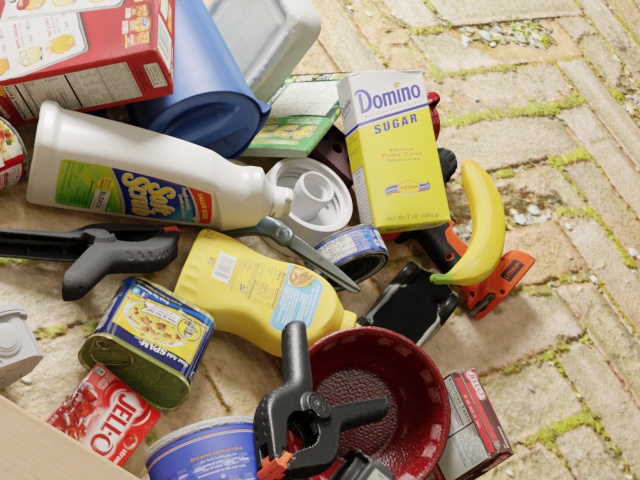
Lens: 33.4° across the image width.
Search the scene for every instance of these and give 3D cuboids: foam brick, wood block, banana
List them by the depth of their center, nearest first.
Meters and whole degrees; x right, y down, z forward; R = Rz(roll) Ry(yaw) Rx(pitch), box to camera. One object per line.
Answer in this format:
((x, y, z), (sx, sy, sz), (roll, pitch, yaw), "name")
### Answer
((-0.224, 0.187, 0.795), (0.206, 0.090, 0.090), (33, 61, -8), "wood block")
((0.175, -0.015, 1.190), (0.069, 0.037, 0.197), (30, 46, -10), "banana")
((0.008, -0.090, 1.208), (0.078, 0.051, 0.052), (41, 44, 0), "foam brick")

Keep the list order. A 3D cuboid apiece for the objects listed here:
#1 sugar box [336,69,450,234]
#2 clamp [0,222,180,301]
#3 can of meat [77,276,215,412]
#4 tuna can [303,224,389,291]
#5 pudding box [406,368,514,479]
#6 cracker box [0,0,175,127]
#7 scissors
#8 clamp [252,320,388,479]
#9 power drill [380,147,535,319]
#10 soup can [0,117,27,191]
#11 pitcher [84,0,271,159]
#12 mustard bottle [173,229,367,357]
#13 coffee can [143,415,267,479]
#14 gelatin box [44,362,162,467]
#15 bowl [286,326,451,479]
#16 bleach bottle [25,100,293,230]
((0.079, -0.098, 1.166), (0.093, 0.048, 0.176), (-6, 81, -22), "sugar box")
((-0.198, 0.013, 0.953), (0.165, 0.036, 0.209), (22, 18, 41), "clamp")
((-0.152, 0.090, 0.956), (0.102, 0.058, 0.084), (31, 43, -10), "can of meat")
((0.028, 0.020, 1.110), (0.085, 0.086, 0.034), (-8, 63, -38), "tuna can")
((0.123, 0.188, 1.023), (0.039, 0.114, 0.090), (0, 58, -39), "pudding box")
((-0.248, -0.197, 1.029), (0.214, 0.072, 0.164), (-11, 54, 7), "cracker box")
((-0.057, 0.001, 1.077), (0.096, 0.016, 0.202), (-34, 70, -12), "scissors")
((-0.002, 0.151, 0.905), (0.120, 0.039, 0.171), (33, 37, -6), "clamp")
((0.158, -0.012, 1.246), (0.188, 0.057, 0.184), (42, 48, 6), "power drill")
((-0.323, -0.064, 0.953), (0.068, 0.069, 0.102), (48, 45, 7), "soup can")
((-0.171, -0.195, 1.123), (0.149, 0.145, 0.243), (28, 32, -57), "pitcher")
((-0.042, 0.063, 1.026), (0.191, 0.058, 0.096), (21, 47, -4), "mustard bottle")
((-0.077, 0.227, 0.865), (0.102, 0.103, 0.140), (0, 57, -34), "coffee can")
((-0.187, 0.157, 0.898), (0.073, 0.030, 0.089), (40, 44, -2), "gelatin box")
((0.037, 0.163, 0.999), (0.162, 0.055, 0.162), (2, 81, -11), "bowl")
((-0.147, -0.061, 1.021), (0.250, 0.103, 0.068), (9, 50, -16), "bleach bottle")
